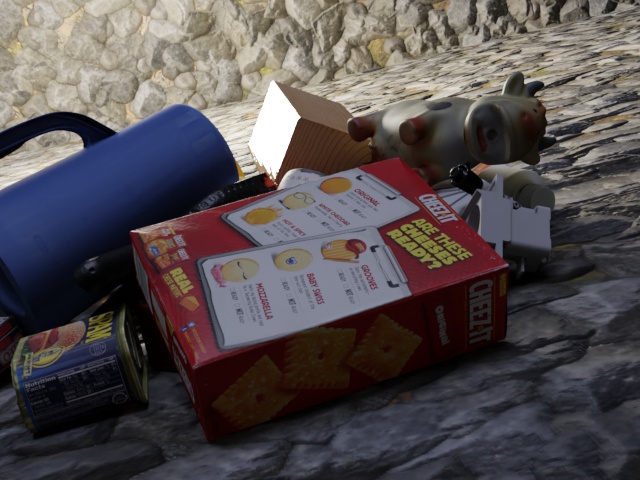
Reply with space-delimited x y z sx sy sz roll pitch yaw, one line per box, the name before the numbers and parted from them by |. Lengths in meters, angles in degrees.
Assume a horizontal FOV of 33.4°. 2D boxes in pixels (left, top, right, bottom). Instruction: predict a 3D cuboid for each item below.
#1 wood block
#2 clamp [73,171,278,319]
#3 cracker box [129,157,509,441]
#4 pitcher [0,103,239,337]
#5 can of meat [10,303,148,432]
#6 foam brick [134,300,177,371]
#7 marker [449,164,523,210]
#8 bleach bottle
wood block | -0.013 -0.099 1.143 0.090 0.090 0.206 18 15 -16
clamp | -0.117 0.005 0.864 0.209 0.036 0.165 -37 -10 -16
cracker box | -0.005 0.032 0.728 0.213 0.072 0.164 -16 36 -16
pitcher | -0.198 -0.032 0.944 0.242 0.149 0.145 -36 59 -29
can of meat | -0.173 0.092 0.773 0.084 0.057 0.102 -17 13 -6
foam brick | -0.095 0.063 0.825 0.051 0.053 0.078 0 17 44
marker | 0.148 -0.031 0.886 0.121 0.020 0.020 30 -17 -37
bleach bottle | 0.143 -0.053 1.057 0.102 0.068 0.251 -22 17 -25
